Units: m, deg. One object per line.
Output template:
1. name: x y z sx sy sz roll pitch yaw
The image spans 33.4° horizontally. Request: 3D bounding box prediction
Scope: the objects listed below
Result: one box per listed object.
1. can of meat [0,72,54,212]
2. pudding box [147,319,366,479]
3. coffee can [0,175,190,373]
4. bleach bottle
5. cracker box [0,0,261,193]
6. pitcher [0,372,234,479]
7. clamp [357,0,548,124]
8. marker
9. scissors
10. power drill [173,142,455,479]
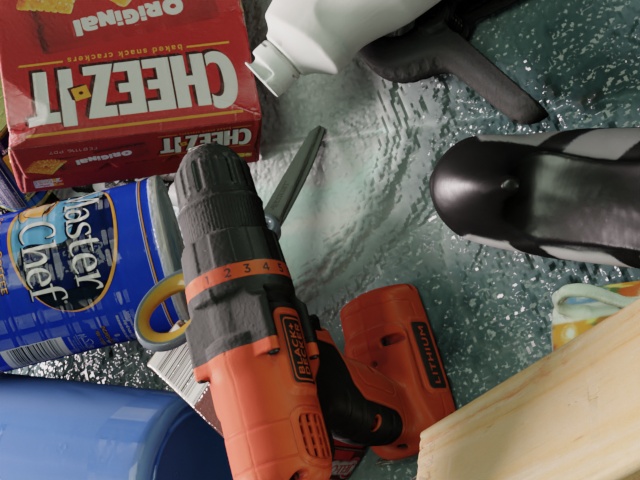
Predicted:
1. can of meat: -0.220 -0.083 0.787 0.057 0.084 0.102 20 63 25
2. pudding box: -0.036 0.097 0.641 0.114 0.089 0.039 38 98 34
3. coffee can: -0.161 0.023 0.698 0.140 0.103 0.103 -14 68 -2
4. bleach bottle: 0.059 -0.178 0.632 0.251 0.068 0.103 -44 44 3
5. cracker box: -0.138 -0.151 0.732 0.164 0.072 0.214 -9 68 -9
6. pitcher: -0.182 0.160 0.696 0.243 0.144 0.149 -2 104 29
7. clamp: 0.086 -0.141 0.655 0.172 0.039 0.120 22 77 37
8. marker: -0.139 -0.039 0.782 0.121 0.020 0.020 9 83 33
9. scissors: -0.054 0.001 0.656 0.096 0.016 0.201 -1 48 11
10. power drill: -0.003 0.048 0.574 0.057 0.187 0.184 -24 68 27
